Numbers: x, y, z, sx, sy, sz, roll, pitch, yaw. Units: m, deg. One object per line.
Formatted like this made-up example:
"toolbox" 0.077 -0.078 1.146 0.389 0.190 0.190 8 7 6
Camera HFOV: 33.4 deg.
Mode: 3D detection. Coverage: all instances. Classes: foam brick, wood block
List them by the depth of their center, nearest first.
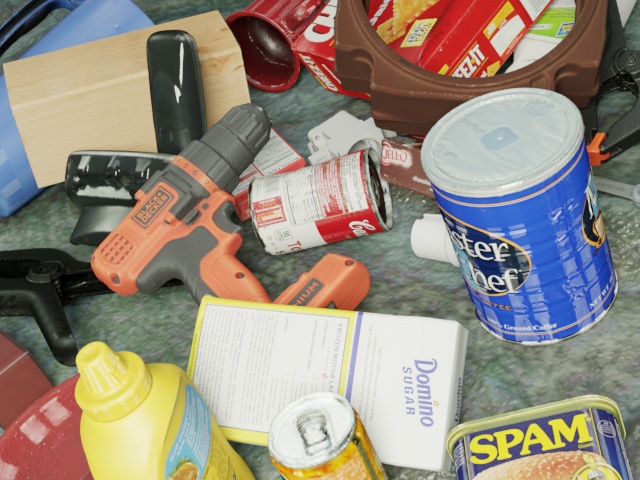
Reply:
"foam brick" -0.256 0.108 0.847 0.051 0.053 0.078 -42 39 -22
"wood block" -0.176 -0.133 0.984 0.206 0.091 0.090 -17 39 -9

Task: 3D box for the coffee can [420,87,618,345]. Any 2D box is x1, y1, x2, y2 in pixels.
"coffee can" 0.134 -0.015 0.707 0.103 0.140 0.103 -15 38 12

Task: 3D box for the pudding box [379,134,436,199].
"pudding box" 0.115 -0.056 0.822 0.089 0.039 0.114 -13 26 -38

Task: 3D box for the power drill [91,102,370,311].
"power drill" -0.055 0.001 0.798 0.188 0.057 0.184 36 80 28

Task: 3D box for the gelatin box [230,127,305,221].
"gelatin box" -0.058 -0.062 0.962 0.073 0.030 0.089 -30 38 -9

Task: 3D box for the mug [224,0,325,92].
"mug" -0.035 -0.215 1.075 0.117 0.093 0.081 -36 12 51

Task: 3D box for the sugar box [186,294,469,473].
"sugar box" 0.002 0.090 0.684 0.176 0.048 0.093 6 79 18

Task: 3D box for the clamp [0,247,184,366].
"clamp" -0.223 0.043 0.870 0.210 0.036 0.164 7 26 24

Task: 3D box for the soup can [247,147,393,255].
"soup can" 0.000 -0.030 0.860 0.102 0.068 0.068 -13 39 15

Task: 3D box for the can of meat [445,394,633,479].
"can of meat" 0.126 0.143 0.593 0.102 0.057 0.084 -15 41 13

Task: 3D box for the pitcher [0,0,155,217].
"pitcher" -0.279 -0.146 1.098 0.242 0.145 0.149 -45 38 -20

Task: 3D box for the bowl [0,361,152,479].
"bowl" -0.155 0.158 0.719 0.162 0.055 0.162 -22 33 15

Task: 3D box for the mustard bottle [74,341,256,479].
"mustard bottle" -0.088 0.128 0.615 0.058 0.191 0.096 -10 39 18

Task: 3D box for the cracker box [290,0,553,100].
"cracker box" 0.090 -0.203 0.962 0.164 0.072 0.214 -52 34 -9

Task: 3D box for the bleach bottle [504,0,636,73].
"bleach bottle" 0.212 -0.187 0.939 0.103 0.068 0.250 3 48 37
